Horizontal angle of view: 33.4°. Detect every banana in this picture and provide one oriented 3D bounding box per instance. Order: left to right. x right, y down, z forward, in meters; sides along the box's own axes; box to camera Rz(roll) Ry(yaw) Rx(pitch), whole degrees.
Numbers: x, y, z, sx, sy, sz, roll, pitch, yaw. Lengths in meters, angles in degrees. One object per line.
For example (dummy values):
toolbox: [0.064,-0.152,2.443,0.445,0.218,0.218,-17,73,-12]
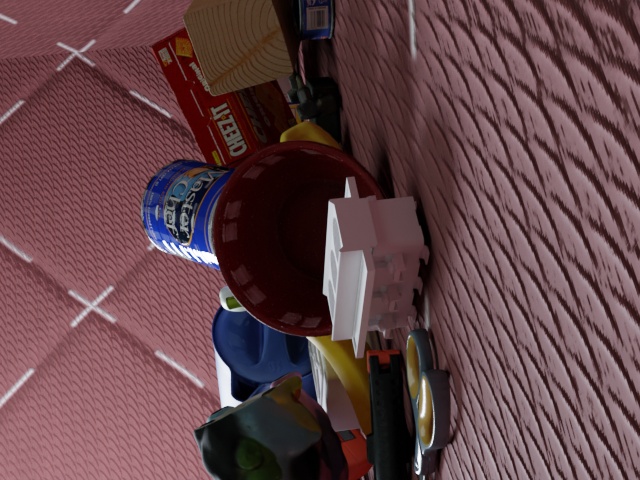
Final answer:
banana: [0.009,0.099,0.936,0.198,0.070,0.037,45,-151,-1]

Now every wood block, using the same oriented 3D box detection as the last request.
wood block: [-0.074,-0.239,1.130,0.206,0.091,0.090,-84,-22,-62]

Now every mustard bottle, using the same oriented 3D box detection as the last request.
mustard bottle: [-0.008,-0.048,1.101,0.096,0.058,0.192,58,169,10]

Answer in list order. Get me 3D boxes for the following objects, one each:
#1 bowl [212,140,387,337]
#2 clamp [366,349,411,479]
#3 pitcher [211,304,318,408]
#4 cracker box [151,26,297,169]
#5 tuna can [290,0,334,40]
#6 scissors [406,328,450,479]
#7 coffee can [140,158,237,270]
bowl: [-0.006,-0.004,0.885,0.055,0.162,0.162,-23,-71,-67]
clamp: [0.057,0.178,0.869,0.120,0.039,0.171,-139,43,-81]
pitcher: [-0.049,0.162,1.211,0.243,0.149,0.145,95,155,-49]
cracker box: [-0.098,-0.159,1.259,0.164,0.072,0.213,64,-166,4]
tuna can: [-0.010,-0.242,1.057,0.086,0.033,0.086,173,90,-83]
scissors: [0.074,0.142,0.791,0.202,0.016,0.096,92,171,-53]
coffee can: [-0.100,-0.024,1.058,0.141,0.102,0.103,15,115,52]
